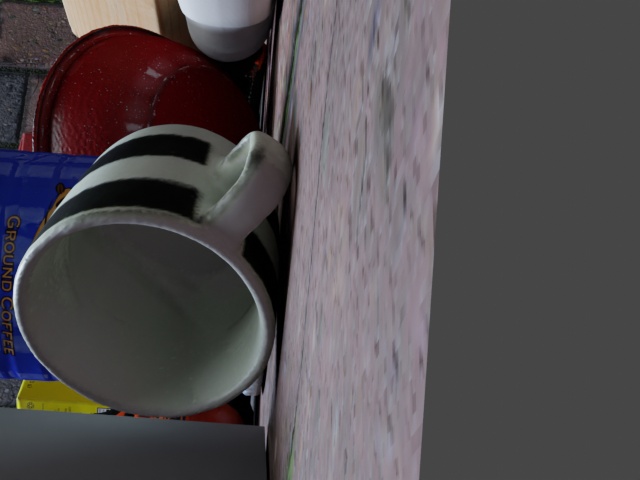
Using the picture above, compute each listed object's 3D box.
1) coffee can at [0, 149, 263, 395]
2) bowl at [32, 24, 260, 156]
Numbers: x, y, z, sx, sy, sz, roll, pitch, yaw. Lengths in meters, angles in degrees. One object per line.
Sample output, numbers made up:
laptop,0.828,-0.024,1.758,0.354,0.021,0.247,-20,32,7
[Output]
coffee can,-0.093,0.013,0.472,0.103,0.140,0.103,-177,91,-85
bowl,-0.081,-0.049,0.606,0.161,0.055,0.162,13,-107,-50
